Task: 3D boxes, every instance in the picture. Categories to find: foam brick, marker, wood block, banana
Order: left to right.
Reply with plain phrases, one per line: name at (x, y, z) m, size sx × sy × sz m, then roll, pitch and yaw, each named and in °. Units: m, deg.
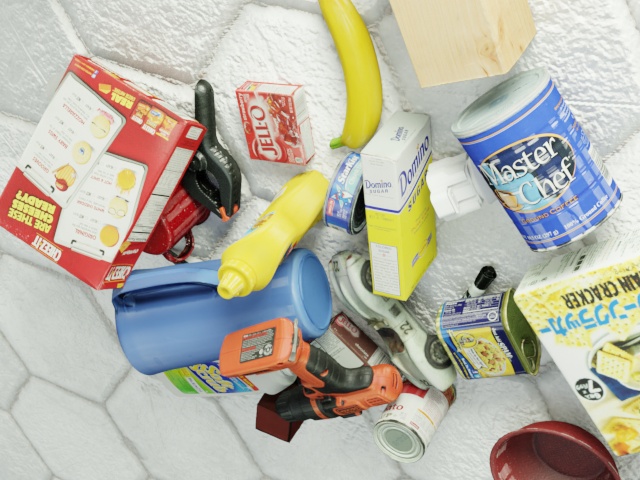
foam brick at (-0.045, 0.216, 1.402) m, size 0.053 × 0.078 × 0.051 m, roll 20°, pitch 132°, yaw 16°
banana at (0.030, -0.166, 1.082) m, size 0.070 × 0.037 × 0.198 m, roll 14°, pitch 130°, yaw 23°
wood block at (0.108, -0.250, 0.930) m, size 0.091 × 0.090 × 0.206 m, roll -5°, pitch 121°, yaw 36°
marker at (0.165, 0.069, 1.192) m, size 0.020 × 0.020 × 0.121 m, roll 33°, pitch 135°, yaw 7°

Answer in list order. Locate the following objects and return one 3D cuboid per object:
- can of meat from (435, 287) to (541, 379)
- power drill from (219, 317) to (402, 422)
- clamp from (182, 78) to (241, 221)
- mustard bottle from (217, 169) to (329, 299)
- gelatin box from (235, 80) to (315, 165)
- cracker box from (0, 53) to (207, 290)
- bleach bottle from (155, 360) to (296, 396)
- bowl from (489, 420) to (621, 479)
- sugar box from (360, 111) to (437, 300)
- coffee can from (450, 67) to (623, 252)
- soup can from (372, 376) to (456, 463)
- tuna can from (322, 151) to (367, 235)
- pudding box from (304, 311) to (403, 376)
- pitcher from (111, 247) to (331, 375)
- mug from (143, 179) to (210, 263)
can of meat at (0.184, 0.105, 1.165) m, size 0.084 × 0.057 × 0.102 m, roll -11°, pitch 127°, yaw 29°
power drill at (-0.026, 0.157, 1.235) m, size 0.185 × 0.057 × 0.187 m, roll -21°, pitch 143°, yaw 36°
clamp at (-0.135, -0.105, 1.238) m, size 0.120 × 0.039 × 0.171 m, roll -22°, pitch 109°, yaw 46°
mustard bottle at (-0.057, 0.002, 1.160) m, size 0.058 × 0.191 × 0.096 m, roll 45°, pitch 133°, yaw -5°
gelatin box at (-0.049, -0.128, 1.169) m, size 0.073 × 0.030 × 0.089 m, roll 10°, pitch 128°, yaw 27°
cracker box at (-0.248, -0.076, 1.201) m, size 0.164 × 0.072 × 0.214 m, roll 31°, pitch 98°, yaw 16°
bleach bottle at (-0.119, 0.156, 1.389) m, size 0.251 × 0.068 × 0.102 m, roll -9°, pitch 123°, yaw 45°
bowl at (0.282, 0.263, 1.242) m, size 0.162 × 0.055 × 0.162 m, roll 18°, pitch 131°, yaw 21°
sugar box at (0.084, -0.035, 1.110) m, size 0.048 × 0.093 × 0.176 m, roll 13°, pitch 130°, yaw 23°
coffee can at (0.202, -0.075, 0.996) m, size 0.103 × 0.102 × 0.140 m, roll -22°, pitch 110°, yaw 42°
soup can at (0.113, 0.207, 1.275) m, size 0.069 × 0.102 × 0.068 m, roll 18°, pitch 132°, yaw 21°
tuna can at (0.035, -0.050, 1.136) m, size 0.034 × 0.086 × 0.086 m, roll 20°, pitch 132°, yaw 17°
pudding box at (0.034, 0.152, 1.329) m, size 0.113 × 0.039 × 0.090 m, roll 46°, pitch 138°, yaw -2°
pitcher at (-0.119, 0.077, 1.273) m, size 0.243 × 0.149 × 0.145 m, roll -11°, pitch 104°, yaw 22°
mug at (-0.190, -0.026, 1.303) m, size 0.093 × 0.081 × 0.117 m, roll 0°, pitch 124°, yaw 33°
